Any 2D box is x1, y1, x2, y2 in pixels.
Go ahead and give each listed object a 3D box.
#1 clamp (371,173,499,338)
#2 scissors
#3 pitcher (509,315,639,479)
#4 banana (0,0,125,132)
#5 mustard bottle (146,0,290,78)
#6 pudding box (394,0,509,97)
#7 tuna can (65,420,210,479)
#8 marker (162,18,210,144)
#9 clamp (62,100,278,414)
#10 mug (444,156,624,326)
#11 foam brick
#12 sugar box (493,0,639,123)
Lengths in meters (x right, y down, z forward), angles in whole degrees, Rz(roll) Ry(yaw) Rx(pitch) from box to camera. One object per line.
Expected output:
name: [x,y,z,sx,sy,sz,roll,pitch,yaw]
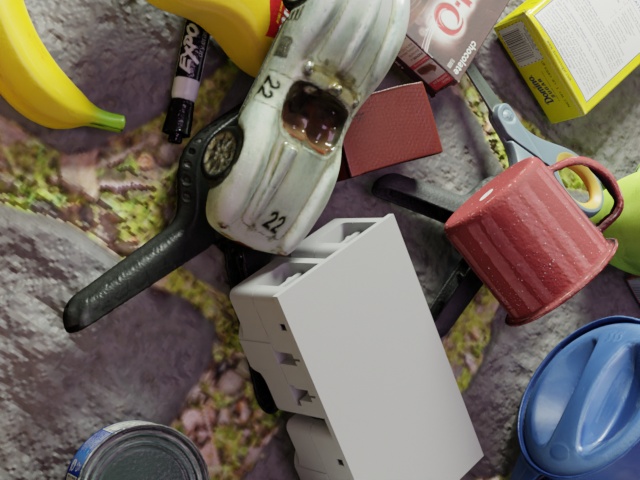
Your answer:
clamp: [0.119,0.006,0.781,0.171,0.039,0.120,-6,89,-27]
scissors: [0.153,-0.087,0.802,0.096,0.016,0.202,-12,77,-36]
pitcher: [0.266,0.181,0.806,0.242,0.149,0.145,38,53,-23]
banana: [-0.186,-0.147,0.640,0.069,0.037,0.198,-29,102,-45]
mustard bottle: [-0.034,-0.157,0.688,0.191,0.058,0.096,33,73,-40]
pudding box: [0.081,-0.173,0.762,0.090,0.039,0.113,39,64,-12]
tuna can: [-0.113,0.154,0.657,0.086,0.034,0.086,2,86,-27]
marker: [-0.084,-0.122,0.697,0.020,0.020,0.121,14,81,-26]
clamp: [-0.055,0.001,0.694,0.164,0.036,0.210,36,68,-31]
mug: [0.147,-0.009,0.718,0.117,0.093,0.081,-38,94,13]
foam brick: [0.034,-0.074,0.736,0.078,0.051,0.053,-17,94,-27]
sugar box: [0.225,-0.180,0.844,0.176,0.048,0.093,-41,105,-27]
